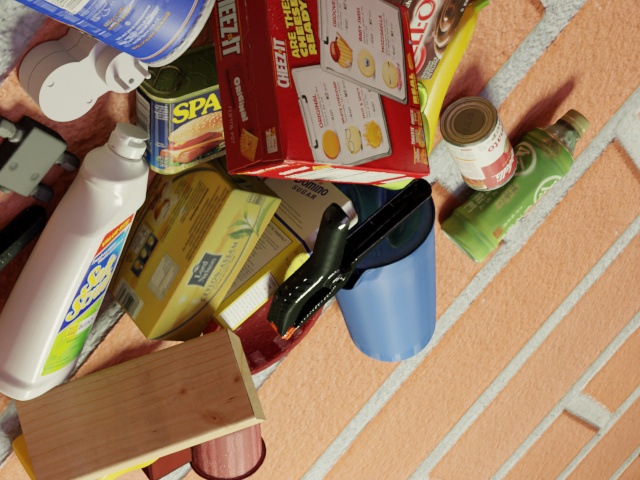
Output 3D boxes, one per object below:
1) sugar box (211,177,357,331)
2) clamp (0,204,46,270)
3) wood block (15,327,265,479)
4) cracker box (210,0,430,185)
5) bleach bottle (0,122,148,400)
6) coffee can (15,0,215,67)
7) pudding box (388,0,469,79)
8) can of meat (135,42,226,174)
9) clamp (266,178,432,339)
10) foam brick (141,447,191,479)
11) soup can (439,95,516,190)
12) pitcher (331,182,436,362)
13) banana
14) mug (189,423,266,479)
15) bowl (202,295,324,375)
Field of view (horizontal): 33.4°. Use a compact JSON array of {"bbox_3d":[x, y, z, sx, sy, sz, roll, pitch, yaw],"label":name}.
[{"bbox_3d":[-0.057,0.002,1.065,0.176,0.093,0.048,-39,145,-9],"label":"sugar box"},{"bbox_3d":[-0.303,0.027,0.862,0.120,0.039,0.171,35,79,-47],"label":"clamp"},{"bbox_3d":[-0.166,0.161,1.006,0.206,0.090,0.091,-19,168,0],"label":"wood block"},{"bbox_3d":[0.003,-0.135,0.923,0.213,0.072,0.164,0,81,-52],"label":"cracker box"},{"bbox_3d":[-0.214,0.014,0.924,0.251,0.068,0.102,-62,168,21],"label":"bleach bottle"},{"bbox_3d":[-0.154,-0.194,0.736,0.140,0.103,0.103,21,109,-39],"label":"coffee can"},{"bbox_3d":[0.092,-0.216,1.049,0.089,0.039,0.114,-4,127,-44],"label":"pudding box"},{"bbox_3d":[-0.111,-0.114,0.926,0.101,0.057,0.084,-23,141,-30],"label":"can of meat"},{"bbox_3d":[0.017,0.019,1.039,0.164,0.036,0.210,-22,155,-46],"label":"clamp"},{"bbox_3d":[-0.183,0.212,1.159,0.051,0.078,0.053,-28,143,-25],"label":"foam brick"},{"bbox_3d":[0.180,-0.111,1.219,0.068,0.069,0.102,-44,145,-3],"label":"soup can"},{"bbox_3d":[0.075,0.029,1.213,0.149,0.145,0.243,-24,145,-6],"label":"pitcher"},{"bbox_3d":[0.126,-0.165,1.136,0.069,0.037,0.198,-7,129,-42],"label":"banana"},{"bbox_3d":[-0.122,0.219,1.232,0.117,0.093,0.081,0,129,0],"label":"mug"},{"bbox_3d":[-0.070,0.074,1.149,0.162,0.055,0.162,-31,148,-22],"label":"bowl"}]
